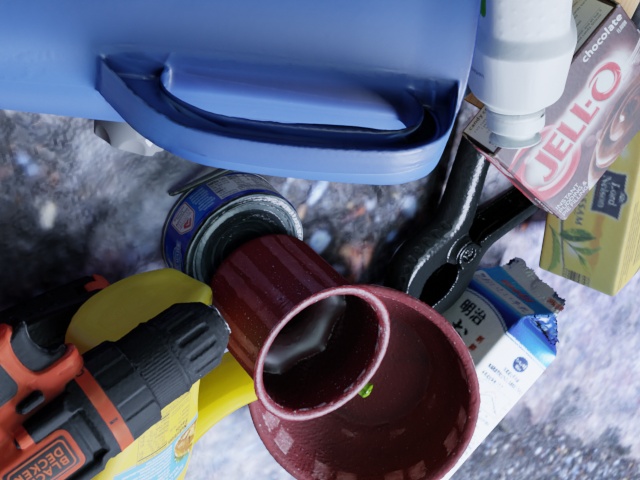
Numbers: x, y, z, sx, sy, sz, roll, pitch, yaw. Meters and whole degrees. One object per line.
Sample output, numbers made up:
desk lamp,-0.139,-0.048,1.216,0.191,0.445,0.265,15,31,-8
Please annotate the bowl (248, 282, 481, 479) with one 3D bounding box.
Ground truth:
bowl,0.032,0.100,0.753,0.162,0.055,0.162,2,106,9

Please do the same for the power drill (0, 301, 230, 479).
power drill,-0.151,0.036,0.506,0.184,0.057,0.187,-36,113,-20

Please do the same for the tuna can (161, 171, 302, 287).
tuna can,-0.054,0.001,0.673,0.086,0.034,0.086,-18,127,-26

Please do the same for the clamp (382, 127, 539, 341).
clamp,0.095,-0.007,0.772,0.171,0.039,0.120,-50,134,-3

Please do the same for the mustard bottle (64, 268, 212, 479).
mustard bottle,-0.114,0.116,0.649,0.096,0.058,0.192,-36,142,-51

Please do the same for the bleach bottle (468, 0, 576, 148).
bleach bottle,0.094,-0.167,0.519,0.068,0.102,0.251,-5,120,0

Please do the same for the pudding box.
pudding box,0.150,-0.079,0.638,0.113,0.039,0.089,-53,135,5

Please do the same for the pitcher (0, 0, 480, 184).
pitcher,-0.055,-0.103,0.491,0.242,0.149,0.145,1,95,-14

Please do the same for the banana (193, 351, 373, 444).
banana,-0.067,0.116,0.714,0.198,0.069,0.037,-28,169,9

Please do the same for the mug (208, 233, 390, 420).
mug,-0.009,0.050,0.655,0.117,0.082,0.093,14,109,-40

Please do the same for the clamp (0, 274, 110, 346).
clamp,-0.191,0.112,0.645,0.210,0.036,0.164,-44,133,-7
